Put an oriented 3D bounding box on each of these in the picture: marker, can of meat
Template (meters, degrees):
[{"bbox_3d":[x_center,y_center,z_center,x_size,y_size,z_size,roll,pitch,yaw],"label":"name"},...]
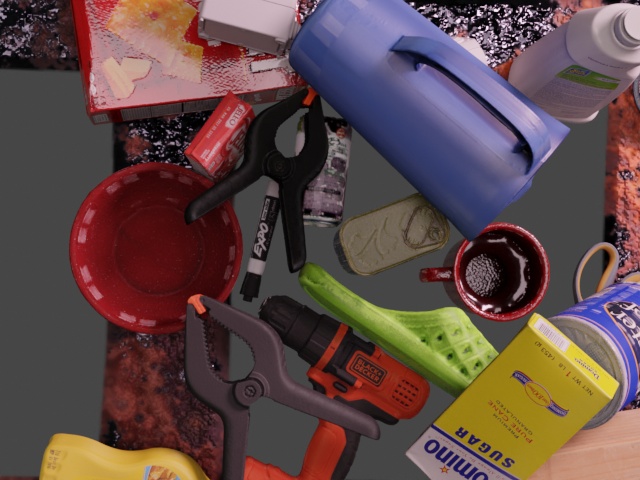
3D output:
[{"bbox_3d":[-0.057,0.001,1.048,0.020,0.020,0.121,15,85,-5],"label":"marker"},{"bbox_3d":[0.065,-0.004,1.028,0.102,0.084,0.057,-21,89,-7],"label":"can of meat"}]

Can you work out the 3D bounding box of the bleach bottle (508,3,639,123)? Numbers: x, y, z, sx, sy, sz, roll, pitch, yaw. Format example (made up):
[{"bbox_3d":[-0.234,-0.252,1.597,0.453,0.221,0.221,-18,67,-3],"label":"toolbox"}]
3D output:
[{"bbox_3d":[0.250,-0.164,0.973,0.102,0.251,0.068,8,86,-6],"label":"bleach bottle"}]

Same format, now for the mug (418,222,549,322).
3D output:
[{"bbox_3d":[0.153,0.033,1.036,0.117,0.081,0.093,-4,87,-6],"label":"mug"}]

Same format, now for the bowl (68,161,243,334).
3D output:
[{"bbox_3d":[-0.155,0.009,1.020,0.162,0.055,0.162,0,86,-6],"label":"bowl"}]

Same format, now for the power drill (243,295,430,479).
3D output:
[{"bbox_3d":[-0.013,0.167,1.021,0.184,0.057,0.187,31,87,0],"label":"power drill"}]

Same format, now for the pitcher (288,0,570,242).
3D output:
[{"bbox_3d":[0.094,-0.126,0.945,0.243,0.144,0.149,41,122,3],"label":"pitcher"}]

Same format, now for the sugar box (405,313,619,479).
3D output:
[{"bbox_3d":[0.163,0.156,0.926,0.093,0.048,0.176,42,114,11],"label":"sugar box"}]

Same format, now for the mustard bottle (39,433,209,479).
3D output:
[{"bbox_3d":[-0.165,0.240,1.001,0.191,0.058,0.096,9,100,-6],"label":"mustard bottle"}]

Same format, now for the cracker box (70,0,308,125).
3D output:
[{"bbox_3d":[-0.128,-0.209,1.028,0.213,0.072,0.164,-8,88,-7],"label":"cracker box"}]

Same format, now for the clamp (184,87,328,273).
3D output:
[{"bbox_3d":[-0.052,-0.066,0.989,0.120,0.039,0.171,17,83,-17],"label":"clamp"}]

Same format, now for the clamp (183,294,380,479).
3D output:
[{"bbox_3d":[-0.069,0.146,0.976,0.164,0.036,0.210,-38,90,-4],"label":"clamp"}]

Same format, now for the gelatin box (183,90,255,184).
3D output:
[{"bbox_3d":[-0.091,-0.094,1.015,0.030,0.089,0.073,35,83,7],"label":"gelatin box"}]
